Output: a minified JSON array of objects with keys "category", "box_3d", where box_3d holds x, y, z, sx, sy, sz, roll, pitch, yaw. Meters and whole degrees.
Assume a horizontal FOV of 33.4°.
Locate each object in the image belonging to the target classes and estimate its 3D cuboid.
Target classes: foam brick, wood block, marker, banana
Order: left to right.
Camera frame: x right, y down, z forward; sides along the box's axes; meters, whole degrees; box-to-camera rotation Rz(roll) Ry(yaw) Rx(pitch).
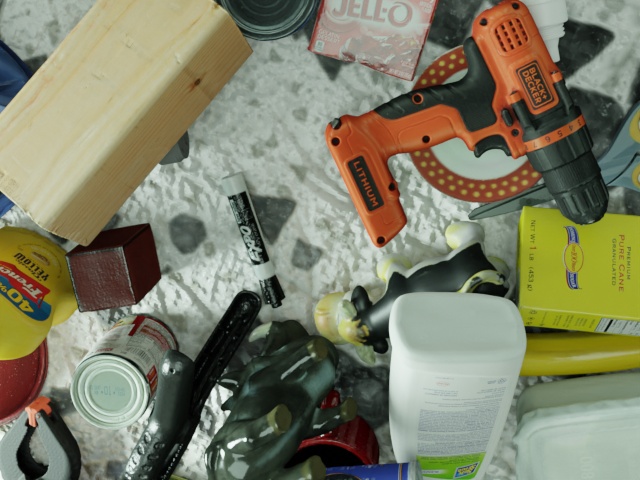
[{"category":"wood block","box_3d":[-0.158,-0.106,0.819,0.090,0.090,0.206,40,89,13]},{"category":"foam brick","box_3d":[-0.173,0.022,0.898,0.053,0.078,0.051,-9,103,11]},{"category":"marker","box_3d":[-0.056,0.001,0.908,0.020,0.020,0.121,-17,102,10]},{"category":"banana","box_3d":[0.203,0.092,0.878,0.197,0.070,0.037,-1,81,-4]}]

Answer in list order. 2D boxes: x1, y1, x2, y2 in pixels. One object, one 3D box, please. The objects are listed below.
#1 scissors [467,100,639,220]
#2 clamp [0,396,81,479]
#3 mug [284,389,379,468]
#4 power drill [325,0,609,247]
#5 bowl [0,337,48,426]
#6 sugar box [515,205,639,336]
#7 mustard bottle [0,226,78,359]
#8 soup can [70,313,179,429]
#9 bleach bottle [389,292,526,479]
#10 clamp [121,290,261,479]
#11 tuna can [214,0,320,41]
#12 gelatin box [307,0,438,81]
[{"category":"scissors","box_3d":[0.218,-0.069,0.860,0.202,0.016,0.096,-3,102,7]},{"category":"clamp","box_3d":[-0.249,0.230,0.979,0.120,0.039,0.171,13,110,2]},{"category":"mug","box_3d":[0.008,0.184,0.915,0.093,0.081,0.117,0,104,7]},{"category":"power drill","box_3d":[0.111,-0.067,0.824,0.187,0.057,0.184,-26,96,4]},{"category":"bowl","box_3d":[-0.328,0.105,0.949,0.162,0.055,0.162,2,104,7]},{"category":"sugar box","box_3d":[0.245,0.027,0.844,0.176,0.048,0.093,3,65,7]},{"category":"mustard bottle","box_3d":[-0.257,0.048,0.854,0.096,0.191,0.058,40,105,-4]},{"category":"soup can","box_3d":[-0.164,0.110,0.906,0.068,0.102,0.068,2,104,6]},{"category":"bleach bottle","box_3d":[0.094,0.148,0.858,0.102,0.068,0.251,1,135,-3]},{"category":"clamp","box_3d":[-0.122,0.146,0.876,0.036,0.164,0.210,30,104,9]},{"category":"tuna can","box_3d":[-0.042,-0.202,0.847,0.086,0.033,0.086,2,104,6]},{"category":"gelatin box","box_3d":[0.042,-0.174,0.846,0.089,0.030,0.073,17,106,2]}]
